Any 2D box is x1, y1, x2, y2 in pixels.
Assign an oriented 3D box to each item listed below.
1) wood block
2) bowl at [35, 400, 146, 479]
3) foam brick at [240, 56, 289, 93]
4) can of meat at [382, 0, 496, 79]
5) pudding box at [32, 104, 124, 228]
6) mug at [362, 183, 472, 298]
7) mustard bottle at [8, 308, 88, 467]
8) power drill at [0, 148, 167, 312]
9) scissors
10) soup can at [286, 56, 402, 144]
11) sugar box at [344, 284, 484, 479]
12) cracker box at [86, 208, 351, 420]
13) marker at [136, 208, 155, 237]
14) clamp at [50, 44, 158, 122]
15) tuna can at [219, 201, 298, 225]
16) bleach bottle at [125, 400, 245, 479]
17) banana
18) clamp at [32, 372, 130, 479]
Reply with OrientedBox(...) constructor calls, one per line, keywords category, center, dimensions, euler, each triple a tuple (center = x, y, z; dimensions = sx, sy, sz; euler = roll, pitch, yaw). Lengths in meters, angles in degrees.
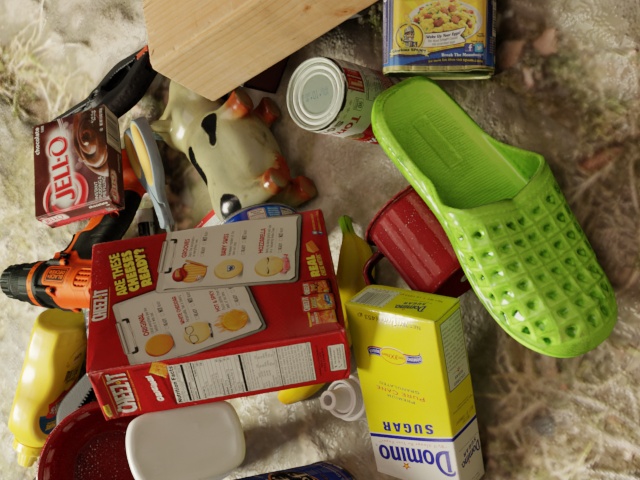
OrientedBox(category="wood block", center=(-0.057, -0.225, 0.982), dimensions=(0.206, 0.090, 0.091), euler=(-26, 60, 29))
OrientedBox(category="bowl", center=(-0.221, 0.250, 1.145), dimensions=(0.055, 0.162, 0.162), euler=(146, 120, -78))
OrientedBox(category="foam brick", center=(-0.078, -0.189, 1.086), dimensions=(0.078, 0.052, 0.051), euler=(30, 107, 35))
OrientedBox(category="can of meat", center=(0.103, -0.184, 0.920), dimensions=(0.102, 0.057, 0.084), euler=(1, 91, 8))
OrientedBox(category="pudding box", center=(-0.255, -0.077, 1.126), dimensions=(0.090, 0.039, 0.113), euler=(-14, 65, 15))
OrientedBox(category="mug", center=(0.090, 0.010, 0.914), dimensions=(0.117, 0.093, 0.081), euler=(-39, 68, 7))
OrientedBox(category="mustard bottle", center=(-0.318, 0.175, 1.234), dimensions=(0.058, 0.096, 0.192), euler=(21, 103, 8))
OrientedBox(category="power drill", center=(-0.260, -0.010, 1.173), dimensions=(0.185, 0.057, 0.187), euler=(3, 63, 38))
OrientedBox(category="scissors", center=(-0.170, -0.035, 1.118), dimensions=(0.096, 0.016, 0.202), euler=(32, 138, 58))
OrientedBox(category="soup can", center=(0.027, -0.126, 0.967), dimensions=(0.069, 0.102, 0.068), euler=(-2, 86, 38))
OrientedBox(category="sugar box", center=(0.080, 0.127, 0.902), dimensions=(0.093, 0.048, 0.176), euler=(9, 119, 39))
OrientedBox(category="cracker box", center=(-0.089, 0.062, 0.933), dimensions=(0.164, 0.213, 0.072), euler=(-101, 2, -49))
OrientedBox(category="marker", center=(-0.190, 0.025, 1.187), dimensions=(0.020, 0.020, 0.121), euler=(-15, 79, 37))
OrientedBox(category="clamp", center=(-0.243, -0.144, 1.195), dimensions=(0.172, 0.039, 0.120), euler=(-40, 42, 18))
OrientedBox(category="tuna can", center=(-0.057, 0.001, 1.035), dimensions=(0.086, 0.086, 0.034), euler=(-39, 54, 31))
OrientedBox(category="bleach bottle", center=(-0.126, 0.205, 1.009), dimensions=(0.251, 0.102, 0.068), euler=(113, 143, -72))
OrientedBox(category="banana", center=(0.011, 0.078, 1.015), dimensions=(0.198, 0.037, 0.070), euler=(-69, 24, 10))
OrientedBox(category="clamp", center=(-0.268, 0.237, 1.201), dimensions=(0.165, 0.036, 0.210), euler=(3, 86, 11))
